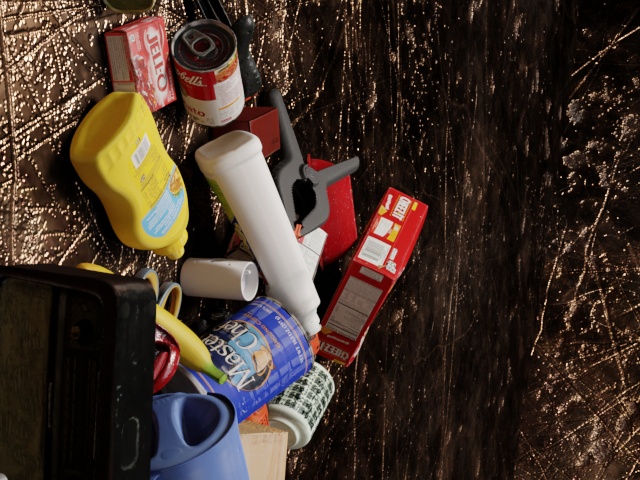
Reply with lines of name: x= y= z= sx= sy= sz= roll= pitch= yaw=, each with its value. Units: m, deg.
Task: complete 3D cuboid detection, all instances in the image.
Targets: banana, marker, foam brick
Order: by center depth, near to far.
banana: x=-0.171 y=0.075 z=1.052 sx=0.197 sy=0.070 sz=0.037 roll=40 pitch=70 yaw=-30
marker: x=-0.147 y=0.147 z=1.205 sx=0.020 sy=0.020 sz=0.121 roll=50 pitch=48 yaw=-59
foam brick: x=-0.087 y=-0.125 z=1.264 sx=0.078 sy=0.051 sz=0.053 roll=-39 pitch=129 yaw=-60

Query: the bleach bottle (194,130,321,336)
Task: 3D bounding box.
bleach bottle: x=-0.058 y=0.001 z=1.213 sx=0.251 sy=0.068 sz=0.103 roll=65 pitch=-11 yaw=-19

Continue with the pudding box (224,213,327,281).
pudding box: x=-0.053 y=0.005 z=1.314 sx=0.113 sy=0.039 sz=0.090 roll=31 pitch=58 yaw=-20

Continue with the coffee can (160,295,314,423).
coffee can: x=-0.092 y=0.139 z=1.162 sx=0.140 sy=0.103 sz=0.103 roll=-34 pitch=129 yaw=-30

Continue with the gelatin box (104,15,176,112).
gelatin box: x=-0.178 y=-0.173 z=1.064 sx=0.073 sy=0.030 sz=0.089 roll=-45 pitch=135 yaw=-58

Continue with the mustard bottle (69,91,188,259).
mustard bottle: x=-0.176 y=-0.048 z=1.053 sx=0.191 sy=0.058 sz=0.096 roll=68 pitch=35 yaw=-46

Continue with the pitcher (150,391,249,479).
pitcher: x=-0.124 y=0.282 z=1.036 sx=0.149 sy=0.145 sz=0.243 roll=-24 pitch=116 yaw=-25

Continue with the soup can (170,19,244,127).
soup can: x=-0.118 y=-0.175 z=1.131 sx=0.102 sy=0.068 sz=0.068 roll=87 pitch=17 yaw=-61

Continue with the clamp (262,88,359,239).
clamp: x=-0.029 y=-0.085 z=1.328 sx=0.164 sy=0.036 sz=0.209 roll=42 pitch=41 yaw=-21

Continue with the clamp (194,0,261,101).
clamp: x=-0.105 y=-0.223 z=1.187 sx=0.120 sy=0.039 sz=0.171 roll=58 pitch=-15 yaw=26

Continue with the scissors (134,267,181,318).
scissors: x=-0.192 y=0.113 z=1.095 sx=0.096 sy=0.016 sz=0.201 roll=68 pitch=33 yaw=-43

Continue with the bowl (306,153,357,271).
bowl: x=0.018 y=-0.041 z=1.457 sx=0.162 sy=0.055 sz=0.162 roll=-7 pitch=90 yaw=-88

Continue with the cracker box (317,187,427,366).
cracker box: x=0.069 y=0.055 z=1.526 sx=0.164 sy=0.072 sz=0.214 roll=-62 pitch=177 yaw=-44
